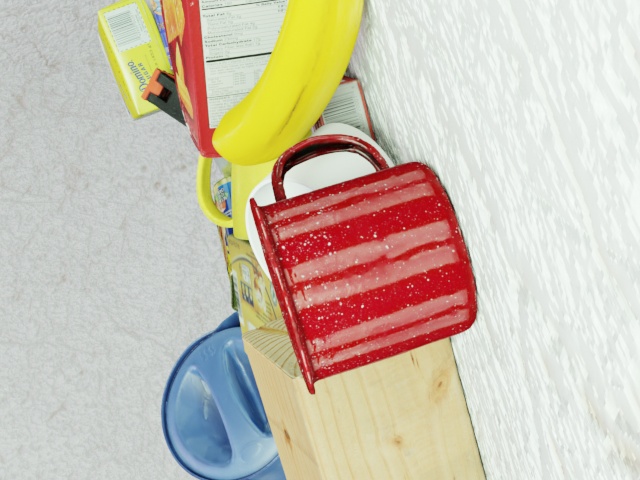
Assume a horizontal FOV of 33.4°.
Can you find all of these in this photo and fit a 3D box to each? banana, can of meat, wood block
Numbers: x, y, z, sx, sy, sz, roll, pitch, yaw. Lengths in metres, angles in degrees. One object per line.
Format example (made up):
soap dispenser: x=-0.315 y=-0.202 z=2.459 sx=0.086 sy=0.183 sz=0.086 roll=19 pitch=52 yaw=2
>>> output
banana: x=-0.017 y=-0.087 z=0.546 sx=0.198 sy=0.037 sz=0.069 roll=121 pitch=147 yaw=-50
can of meat: x=-0.056 y=0.001 z=0.898 sx=0.102 sy=0.057 sz=0.084 roll=98 pitch=159 yaw=-65
wood block: x=0.036 y=0.141 z=0.610 sx=0.091 sy=0.090 sz=0.206 roll=25 pitch=133 yaw=65

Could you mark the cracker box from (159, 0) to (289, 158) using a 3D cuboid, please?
cracker box: x=-0.060 y=-0.176 z=0.616 sx=0.214 sy=0.072 sz=0.164 roll=93 pitch=165 yaw=-57

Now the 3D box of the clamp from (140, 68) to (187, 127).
clamp: x=-0.062 y=-0.090 z=0.867 sx=0.171 sy=0.039 sz=0.120 roll=31 pitch=-174 yaw=-11

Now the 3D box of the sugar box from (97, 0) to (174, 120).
sugar box: x=-0.164 y=-0.157 z=0.949 sx=0.176 sy=0.048 sz=0.093 roll=-168 pitch=57 yaw=-76

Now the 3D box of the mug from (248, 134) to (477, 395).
mug: x=0.016 y=0.003 z=0.487 sx=0.093 sy=0.081 sz=0.117 roll=82 pitch=170 yaw=-65

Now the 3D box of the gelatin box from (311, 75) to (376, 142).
gelatin box: x=0.014 y=-0.052 z=0.634 sx=0.073 sy=0.030 sz=0.089 roll=-121 pitch=15 yaw=-75

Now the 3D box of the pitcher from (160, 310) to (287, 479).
pitcher: x=-0.025 y=0.177 z=0.954 sx=0.145 sy=0.149 sz=0.242 roll=40 pitch=-179 yaw=33
